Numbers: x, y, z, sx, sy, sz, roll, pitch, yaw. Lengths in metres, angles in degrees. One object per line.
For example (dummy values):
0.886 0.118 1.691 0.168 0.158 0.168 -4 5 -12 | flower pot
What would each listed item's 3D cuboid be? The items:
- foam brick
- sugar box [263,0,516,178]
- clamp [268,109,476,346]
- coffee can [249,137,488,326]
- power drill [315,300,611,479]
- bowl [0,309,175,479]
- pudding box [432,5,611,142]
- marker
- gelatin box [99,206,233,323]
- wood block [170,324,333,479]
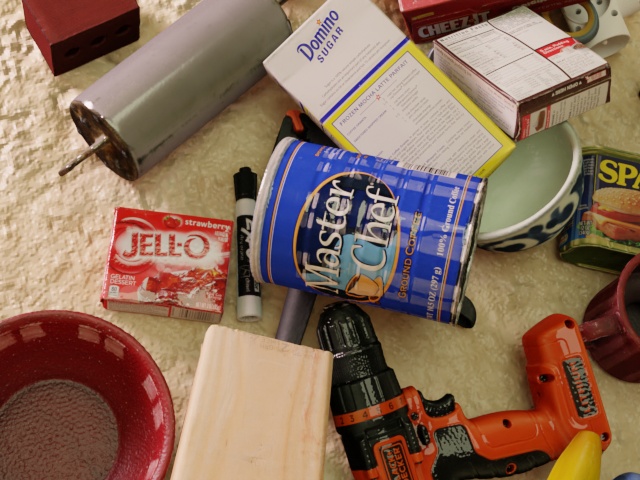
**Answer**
-0.184 -0.173 0.827 0.078 0.053 0.051 -29 77 -18 | foam brick
0.050 -0.098 0.797 0.093 0.048 0.176 -43 81 0 | sugar box
0.003 0.002 0.805 0.164 0.036 0.210 -23 77 -18 | clamp
0.034 -0.007 0.724 0.140 0.103 0.102 12 67 10 | coffee can
0.100 0.113 0.759 0.187 0.057 0.184 -16 88 -14 | power drill
-0.179 0.130 0.713 0.162 0.055 0.162 3 69 -9 | bowl
0.152 -0.130 0.818 0.090 0.039 0.114 -24 43 -17 | pudding box
-0.055 0.001 0.804 0.020 0.020 0.121 1 70 -10 | marker
-0.112 0.017 0.781 0.089 0.030 0.073 8 68 -8 | gelatin box
-0.050 0.159 0.656 0.090 0.091 0.206 14 35 -5 | wood block
